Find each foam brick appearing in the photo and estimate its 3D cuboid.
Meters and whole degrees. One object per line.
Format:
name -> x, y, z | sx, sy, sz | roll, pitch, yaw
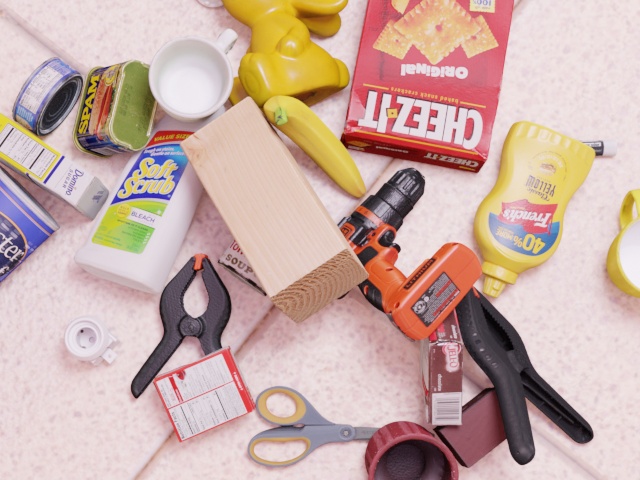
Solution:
foam brick -> 0.169, 0.200, 1.144 | 0.078, 0.053, 0.051 | -37, 83, -6

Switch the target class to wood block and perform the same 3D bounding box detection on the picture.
wood block -> -0.048, -0.031, 1.087 | 0.091, 0.090, 0.206 | -34, 63, 4

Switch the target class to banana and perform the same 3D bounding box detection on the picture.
banana -> -0.011, -0.107, 1.143 | 0.037, 0.197, 0.069 | -27, 59, 19

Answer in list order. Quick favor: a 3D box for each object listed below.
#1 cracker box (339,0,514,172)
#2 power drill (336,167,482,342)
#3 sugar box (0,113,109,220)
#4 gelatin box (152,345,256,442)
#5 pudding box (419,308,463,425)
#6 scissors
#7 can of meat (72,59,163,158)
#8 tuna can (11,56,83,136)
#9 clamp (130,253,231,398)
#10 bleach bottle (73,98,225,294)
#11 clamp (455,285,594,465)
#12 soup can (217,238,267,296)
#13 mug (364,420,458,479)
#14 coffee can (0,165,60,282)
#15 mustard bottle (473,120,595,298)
cracker box -> 0.121, -0.198, 1.197 | 0.164, 0.072, 0.213 | 11, 82, 1
power drill -> 0.083, 0.013, 1.118 | 0.184, 0.188, 0.057 | -50, 123, -6
sugar box -> -0.318, -0.092, 1.168 | 0.176, 0.093, 0.048 | 31, 82, 4
gelatin box -> -0.123, 0.163, 1.133 | 0.089, 0.030, 0.073 | -23, 92, 1
pudding box -> 0.125, 0.123, 1.112 | 0.039, 0.090, 0.113 | -2, 123, 0
scissors -> 0.016, 0.192, 1.163 | 0.201, 0.016, 0.096 | -13, 81, -2
can of meat -> -0.222, -0.145, 1.173 | 0.057, 0.084, 0.102 | 18, 79, -37
tuna can -> -0.301, -0.158, 1.182 | 0.034, 0.086, 0.086 | 34, 82, 3
clamp -> -0.149, 0.100, 1.166 | 0.120, 0.039, 0.171 | -2, 84, -6
bleach bottle -> -0.176, -0.072, 1.180 | 0.103, 0.068, 0.250 | 15, 75, 20
clamp -> 0.208, 0.140, 1.137 | 0.036, 0.164, 0.210 | -41, 60, 28
soup can -> -0.058, 0.001, 1.167 | 0.068, 0.068, 0.102 | 34, 83, 5
mug -> 0.085, 0.247, 1.116 | 0.093, 0.081, 0.117 | 29, 92, -7
coffee can -> -0.367, -0.002, 1.149 | 0.140, 0.103, 0.103 | -45, 84, -6
mustard bottle -> 0.222, -0.028, 1.170 | 0.096, 0.058, 0.191 | 22, 91, -6
